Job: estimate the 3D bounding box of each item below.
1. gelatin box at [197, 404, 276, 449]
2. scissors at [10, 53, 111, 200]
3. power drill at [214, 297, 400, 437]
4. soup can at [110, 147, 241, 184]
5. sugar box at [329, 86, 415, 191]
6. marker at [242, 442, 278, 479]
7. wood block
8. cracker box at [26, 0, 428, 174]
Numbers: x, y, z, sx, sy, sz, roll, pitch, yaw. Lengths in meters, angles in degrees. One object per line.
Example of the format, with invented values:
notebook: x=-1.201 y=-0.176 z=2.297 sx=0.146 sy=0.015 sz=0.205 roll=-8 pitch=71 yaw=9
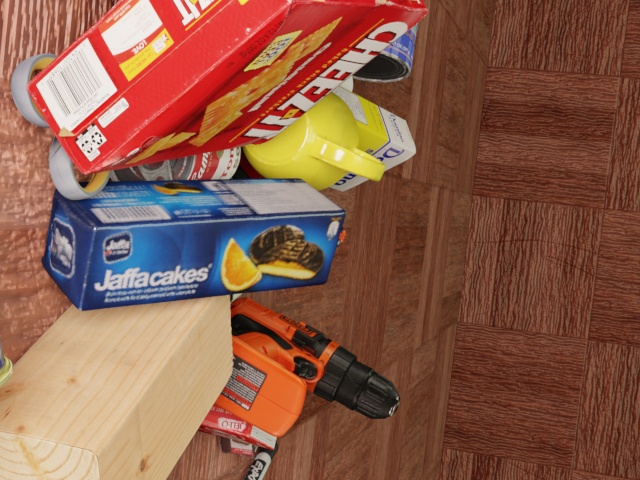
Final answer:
gelatin box: x=-0.082 y=0.160 z=0.947 sx=0.089 sy=0.073 sz=0.030 roll=56 pitch=47 yaw=-69
scissors: x=-0.148 y=-0.112 z=0.677 sx=0.096 sy=0.016 sz=0.201 roll=55 pitch=27 yaw=-42
power drill: x=-0.027 y=0.116 z=0.930 sx=0.057 sy=0.184 sz=0.187 roll=-65 pitch=168 yaw=8
soup can: x=-0.104 y=-0.065 z=0.773 sx=0.102 sy=0.068 sz=0.068 roll=-22 pitch=118 yaw=-74
sugar box: x=0.010 y=-0.094 z=0.986 sx=0.176 sy=0.093 sz=0.048 roll=17 pitch=52 yaw=-57
marker: x=-0.070 y=0.252 z=1.143 sx=0.121 sy=0.020 sz=0.020 roll=-57 pitch=150 yaw=-59
wood block: x=-0.134 y=0.101 z=0.694 sx=0.205 sy=0.090 sz=0.091 roll=-58 pitch=152 yaw=-59
cracker box: x=-0.045 y=-0.117 z=0.647 sx=0.072 sy=0.164 sz=0.213 roll=58 pitch=26 yaw=6
